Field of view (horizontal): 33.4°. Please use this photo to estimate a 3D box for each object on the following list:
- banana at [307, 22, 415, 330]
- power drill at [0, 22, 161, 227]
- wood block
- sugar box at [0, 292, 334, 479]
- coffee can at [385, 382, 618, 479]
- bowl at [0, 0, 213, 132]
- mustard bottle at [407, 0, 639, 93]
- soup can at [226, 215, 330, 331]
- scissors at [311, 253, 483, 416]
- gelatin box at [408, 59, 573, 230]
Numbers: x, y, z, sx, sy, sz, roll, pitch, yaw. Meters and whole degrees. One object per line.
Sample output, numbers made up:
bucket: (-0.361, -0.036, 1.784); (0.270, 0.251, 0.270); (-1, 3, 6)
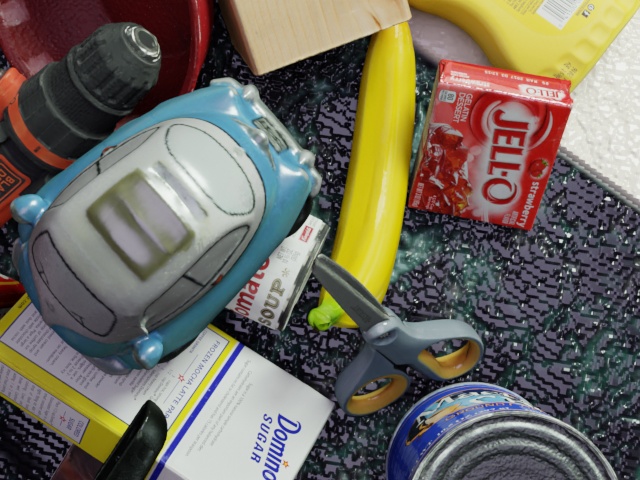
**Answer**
banana: (0.030, -0.031, 0.595); (0.037, 0.069, 0.197); (9, 67, 6)
power drill: (-0.197, -0.097, 0.548); (0.185, 0.057, 0.187); (-35, 112, 29)
wood block: (-0.031, -0.205, 0.552); (0.090, 0.090, 0.206); (-21, 115, -5)
sugar box: (-0.089, 0.083, 0.586); (0.176, 0.048, 0.093); (35, 49, 0)
coffee can: (0.089, 0.131, 0.555); (0.103, 0.140, 0.103); (0, 88, 0)
bowl: (-0.113, -0.136, 0.587); (0.162, 0.055, 0.162); (19, 124, 29)
mustard bottle: (0.086, -0.168, 0.609); (0.191, 0.058, 0.096); (38, 88, 2)
soup can: (-0.054, 0.001, 0.597); (0.102, 0.068, 0.068); (25, 88, 2)
scissors: (0.019, 0.056, 0.549); (0.096, 0.201, 0.016); (-37, 59, 21)
gelatin box: (0.093, -0.052, 0.594); (0.073, 0.030, 0.089); (11, 130, 0)
